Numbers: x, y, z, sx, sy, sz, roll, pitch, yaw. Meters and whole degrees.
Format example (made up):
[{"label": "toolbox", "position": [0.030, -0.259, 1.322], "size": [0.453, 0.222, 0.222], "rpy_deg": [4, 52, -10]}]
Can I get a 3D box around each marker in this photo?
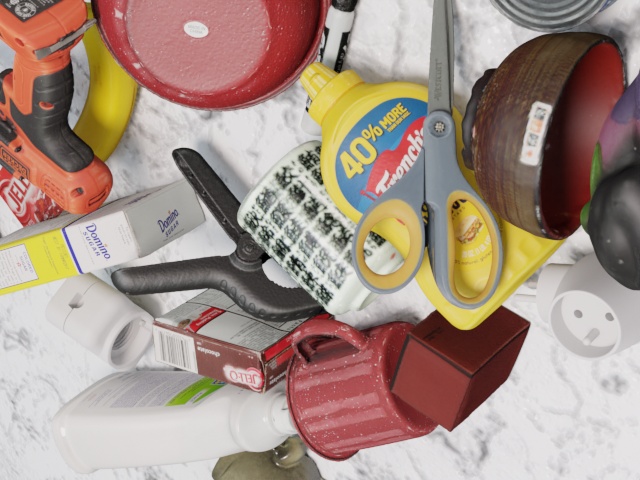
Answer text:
[{"label": "marker", "position": [0.008, -0.125, 0.707], "size": [0.020, 0.020, 0.121], "rpy_deg": [32, 128, 23]}]

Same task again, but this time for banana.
[{"label": "banana", "position": [-0.181, -0.112, 0.844], "size": [0.069, 0.037, 0.198], "rpy_deg": [14, 130, -2]}]

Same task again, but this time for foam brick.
[{"label": "foam brick", "position": [0.091, 0.076, 0.701], "size": [0.053, 0.078, 0.051], "rpy_deg": [32, 129, 26]}]

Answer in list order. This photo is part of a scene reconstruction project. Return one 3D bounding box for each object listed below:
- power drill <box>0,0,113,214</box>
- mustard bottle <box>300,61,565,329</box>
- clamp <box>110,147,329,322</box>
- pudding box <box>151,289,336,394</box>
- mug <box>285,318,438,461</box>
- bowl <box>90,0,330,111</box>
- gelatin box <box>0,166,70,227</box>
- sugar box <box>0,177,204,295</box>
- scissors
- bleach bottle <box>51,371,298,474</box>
[{"label": "power drill", "position": [-0.224, -0.125, 0.768], "size": [0.184, 0.057, 0.188], "rpy_deg": [37, 149, 16]}, {"label": "mustard bottle", "position": [0.057, -0.042, 0.668], "size": [0.096, 0.058, 0.192], "rpy_deg": [-45, 77, 7]}, {"label": "clamp", "position": [-0.055, 0.001, 0.777], "size": [0.171, 0.120, 0.039], "rpy_deg": [15, 164, -5]}, {"label": "pudding box", "position": [-0.058, 0.070, 0.812], "size": [0.114, 0.089, 0.039], "rpy_deg": [13, 118, 35]}, {"label": "mug", "position": [0.029, 0.096, 0.749], "size": [0.082, 0.093, 0.117], "rpy_deg": [-20, 120, 39]}, {"label": "bowl", "position": [-0.075, -0.146, 0.685], "size": [0.162, 0.055, 0.162], "rpy_deg": [2, 122, 3]}, {"label": "gelatin box", "position": [-0.249, -0.048, 0.948], "size": [0.073, 0.030, 0.089], "rpy_deg": [53, 133, 4]}, {"label": "sugar box", "position": [-0.190, 0.000, 0.860], "size": [0.176, 0.093, 0.048], "rpy_deg": [-11, 104, 31]}, {"label": "scissors", "position": [0.053, -0.054, 0.629], "size": [0.096, 0.016, 0.202], "rpy_deg": [-13, 80, 2]}, {"label": "bleach bottle", "position": [-0.111, 0.149, 0.885], "size": [0.251, 0.102, 0.068], "rpy_deg": [-9, 111, 43]}]
